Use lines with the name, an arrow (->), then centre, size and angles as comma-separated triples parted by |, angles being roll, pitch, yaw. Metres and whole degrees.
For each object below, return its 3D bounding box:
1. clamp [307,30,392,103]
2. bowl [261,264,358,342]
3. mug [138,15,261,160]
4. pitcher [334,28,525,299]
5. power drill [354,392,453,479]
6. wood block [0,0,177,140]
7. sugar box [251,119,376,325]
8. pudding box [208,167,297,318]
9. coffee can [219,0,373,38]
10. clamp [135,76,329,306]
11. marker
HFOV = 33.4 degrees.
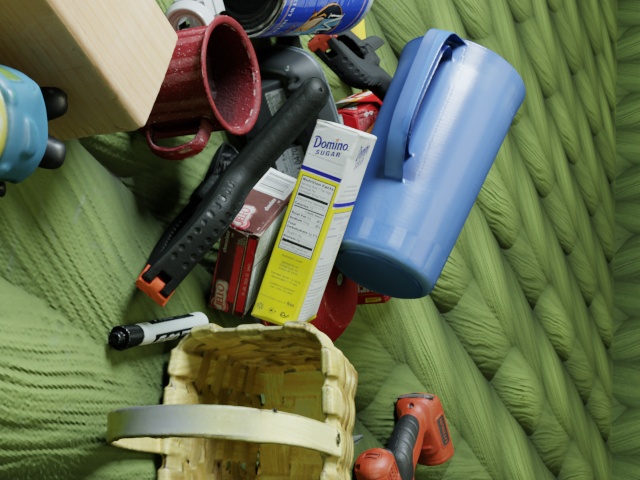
clamp -> 0.041, -0.194, 1.127 | 0.171, 0.039, 0.120 | 27, 28, -50
bowl -> -0.004, 0.043, 1.065 | 0.161, 0.055, 0.162 | -5, 90, -66
mug -> -0.105, -0.114, 0.837 | 0.093, 0.082, 0.117 | 47, 44, -54
pitcher -> 0.096, -0.075, 1.035 | 0.149, 0.145, 0.242 | 32, 68, -20
power drill -> 0.106, 0.285, 1.262 | 0.187, 0.057, 0.184 | -55, 135, -55
wood block -> -0.184, -0.164, 0.661 | 0.206, 0.091, 0.090 | 58, 36, -46
sugar box -> -0.004, -0.015, 0.929 | 0.093, 0.048, 0.176 | -14, 122, -78
pudding box -> -0.056, 0.001, 0.937 | 0.113, 0.039, 0.090 | -52, 161, -55
coffee can -> -0.029, -0.237, 0.971 | 0.140, 0.103, 0.103 | -17, 102, -53
clamp -> -0.085, -0.033, 0.859 | 0.036, 0.165, 0.209 | 41, 63, -14
marker -> -0.125, 0.070, 0.834 | 0.121, 0.020, 0.020 | -3, 89, -66
